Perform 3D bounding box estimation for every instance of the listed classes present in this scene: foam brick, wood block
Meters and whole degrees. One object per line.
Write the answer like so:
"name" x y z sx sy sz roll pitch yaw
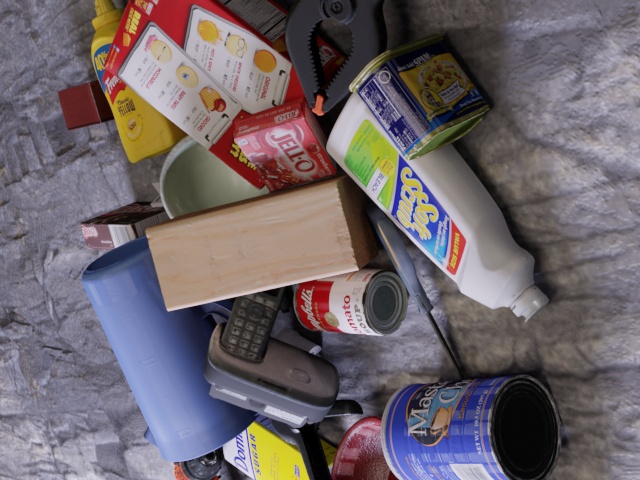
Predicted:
"foam brick" -0.279 -0.171 1.323 0.078 0.052 0.051 -5 105 46
"wood block" -0.057 0.001 1.077 0.206 0.090 0.090 -13 96 19

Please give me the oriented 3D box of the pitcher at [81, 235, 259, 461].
"pitcher" -0.164 0.116 1.220 0.145 0.149 0.243 3 121 62

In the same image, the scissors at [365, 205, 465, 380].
"scissors" 0.097 0.054 1.034 0.202 0.016 0.096 61 180 6

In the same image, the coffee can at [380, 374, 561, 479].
"coffee can" 0.142 0.184 1.018 0.141 0.102 0.103 -14 98 48

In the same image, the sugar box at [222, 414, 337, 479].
"sugar box" -0.048 0.262 1.295 0.176 0.048 0.093 23 124 36

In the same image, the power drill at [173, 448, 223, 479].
"power drill" -0.121 0.345 1.373 0.188 0.057 0.185 59 161 8

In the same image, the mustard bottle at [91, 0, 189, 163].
"mustard bottle" -0.220 -0.192 1.247 0.096 0.058 0.191 -16 97 48

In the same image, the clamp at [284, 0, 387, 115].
"clamp" 0.029 -0.212 0.940 0.165 0.036 0.210 10 113 15

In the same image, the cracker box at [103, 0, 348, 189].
"cracker box" -0.099 -0.180 1.078 0.214 0.072 0.164 38 136 2

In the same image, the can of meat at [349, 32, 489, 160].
"can of meat" 0.089 -0.124 0.928 0.084 0.101 0.058 55 137 8

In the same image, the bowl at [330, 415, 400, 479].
"bowl" 0.074 0.270 1.139 0.162 0.055 0.162 -22 64 55

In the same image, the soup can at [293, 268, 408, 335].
"soup can" 0.031 0.063 1.102 0.102 0.068 0.068 0 108 45

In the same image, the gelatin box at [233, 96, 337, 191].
"gelatin box" -0.033 -0.091 1.032 0.073 0.030 0.089 -15 140 16

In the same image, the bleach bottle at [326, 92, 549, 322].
"bleach bottle" 0.115 -0.032 0.974 0.251 0.068 0.103 48 142 16

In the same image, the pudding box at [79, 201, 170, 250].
"pudding box" -0.227 -0.019 1.313 0.114 0.089 0.039 4 113 44

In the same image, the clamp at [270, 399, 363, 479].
"clamp" -0.017 0.214 1.212 0.172 0.039 0.120 23 97 56
